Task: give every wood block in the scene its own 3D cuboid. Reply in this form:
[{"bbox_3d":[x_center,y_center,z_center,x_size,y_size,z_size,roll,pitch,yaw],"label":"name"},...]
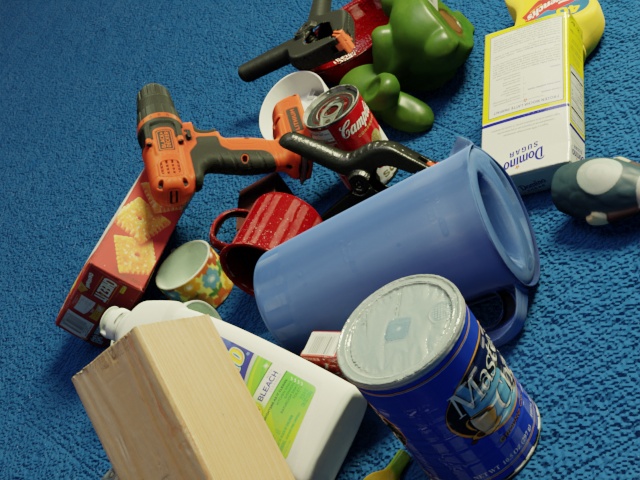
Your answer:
[{"bbox_3d":[-0.096,0.171,0.831,0.090,0.090,0.206,-38,73,28],"label":"wood block"}]

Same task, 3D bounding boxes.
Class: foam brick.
[{"bbox_3d":[-0.058,-0.027,1.194,0.053,0.051,0.078,-25,34,19],"label":"foam brick"}]

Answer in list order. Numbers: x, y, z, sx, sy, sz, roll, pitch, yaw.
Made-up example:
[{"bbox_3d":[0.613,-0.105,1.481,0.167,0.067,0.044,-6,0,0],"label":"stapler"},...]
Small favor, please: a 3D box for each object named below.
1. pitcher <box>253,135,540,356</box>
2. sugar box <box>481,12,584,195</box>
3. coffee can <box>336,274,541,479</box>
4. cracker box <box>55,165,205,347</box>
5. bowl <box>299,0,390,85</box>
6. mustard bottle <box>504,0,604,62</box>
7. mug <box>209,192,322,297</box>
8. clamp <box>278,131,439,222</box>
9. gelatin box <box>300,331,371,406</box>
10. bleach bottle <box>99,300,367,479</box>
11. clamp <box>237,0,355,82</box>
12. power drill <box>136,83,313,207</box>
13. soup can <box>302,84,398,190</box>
[{"bbox_3d":[0.066,0.028,0.953,0.243,0.145,0.149,-24,23,26],"label":"pitcher"},{"bbox_3d":[0.207,-0.131,1.037,0.093,0.048,0.176,-12,60,34],"label":"sugar box"},{"bbox_3d":[0.090,0.109,0.801,0.103,0.140,0.103,-25,35,18],"label":"coffee can"},{"bbox_3d":[-0.212,-0.001,1.234,0.164,0.072,0.213,-48,14,51],"label":"cracker box"},{"bbox_3d":[0.050,-0.247,1.355,0.162,0.055,0.162,-28,31,19],"label":"bowl"},{"bbox_3d":[0.254,-0.235,1.149,0.096,0.058,0.191,-19,37,18],"label":"mustard bottle"},{"bbox_3d":[-0.057,0.001,1.106,0.117,0.093,0.081,18,54,11],"label":"mug"},{"bbox_3d":[0.041,-0.054,1.114,0.172,0.120,0.039,5,32,22],"label":"clamp"},{"bbox_3d":[0.038,0.111,0.911,0.089,0.073,0.030,-3,46,41],"label":"gelatin box"},{"bbox_3d":[-0.090,0.123,0.919,0.251,0.068,0.102,22,79,25],"label":"bleach bottle"},{"bbox_3d":[-0.007,-0.261,1.343,0.164,0.036,0.210,-50,27,-14],"label":"clamp"},{"bbox_3d":[-0.109,-0.117,1.190,0.187,0.057,0.184,-8,49,-11],"label":"power drill"},{"bbox_3d":[0.035,-0.109,1.158,0.069,0.102,0.068,-24,35,18],"label":"soup can"}]
